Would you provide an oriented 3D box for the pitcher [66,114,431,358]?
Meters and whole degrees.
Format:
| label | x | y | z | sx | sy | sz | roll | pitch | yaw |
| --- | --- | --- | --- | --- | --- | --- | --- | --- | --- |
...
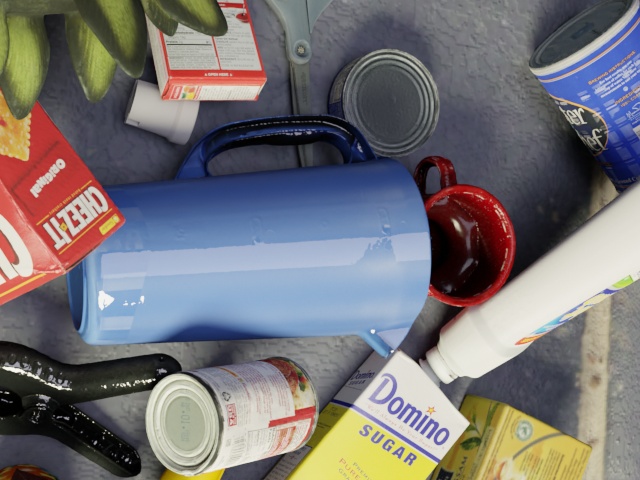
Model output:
| label | x | y | z | sx | sy | sz | roll | pitch | yaw |
| --- | --- | --- | --- | --- | --- | --- | --- | --- | --- |
| pitcher | -0.055 | 0.001 | 0.764 | 0.242 | 0.149 | 0.145 | -3 | 120 | -20 |

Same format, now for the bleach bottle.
| label | x | y | z | sx | sy | sz | roll | pitch | yaw |
| --- | --- | --- | --- | --- | --- | --- | --- | --- | --- |
| bleach bottle | 0.190 | 0.037 | 0.855 | 0.251 | 0.102 | 0.068 | -36 | 75 | 13 |

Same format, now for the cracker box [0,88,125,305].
| label | x | y | z | sx | sy | sz | roll | pitch | yaw |
| --- | --- | --- | --- | --- | --- | --- | --- | --- | --- |
| cracker box | -0.247 | -0.056 | 0.649 | 0.213 | 0.164 | 0.072 | 56 | 40 | -13 |

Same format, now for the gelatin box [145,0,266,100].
| label | x | y | z | sx | sy | sz | roll | pitch | yaw |
| --- | --- | --- | --- | --- | --- | --- | --- | --- | --- |
| gelatin box | -0.086 | -0.145 | 0.778 | 0.073 | 0.030 | 0.089 | -3 | 62 | -24 |

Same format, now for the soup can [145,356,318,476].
| label | x | y | z | sx | sy | sz | roll | pitch | yaw |
| --- | --- | --- | --- | --- | --- | --- | --- | --- | --- |
| soup can | -0.058 | 0.116 | 0.716 | 0.102 | 0.069 | 0.068 | -1 | 90 | -53 |

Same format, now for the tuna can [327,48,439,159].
| label | x | y | z | sx | sy | sz | roll | pitch | yaw |
| --- | --- | --- | --- | --- | --- | --- | --- | --- | --- |
| tuna can | 0.050 | -0.108 | 0.852 | 0.086 | 0.034 | 0.086 | 0 | 90 | -23 |

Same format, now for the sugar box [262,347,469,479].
| label | x | y | z | sx | sy | sz | roll | pitch | yaw |
| --- | --- | --- | --- | --- | --- | --- | --- | --- | --- |
| sugar box | 0.029 | 0.176 | 0.837 | 0.093 | 0.048 | 0.176 | 47 | 74 | -16 |

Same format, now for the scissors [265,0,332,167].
| label | x | y | z | sx | sy | sz | roll | pitch | yaw |
| --- | --- | --- | --- | --- | --- | --- | --- | --- | --- |
| scissors | -0.002 | -0.161 | 0.840 | 0.096 | 0.016 | 0.202 | -21 | 98 | -22 |

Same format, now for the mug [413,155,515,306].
| label | x | y | z | sx | sy | sz | roll | pitch | yaw |
| --- | --- | --- | --- | --- | --- | --- | --- | --- | --- |
| mug | 0.092 | -0.008 | 0.844 | 0.093 | 0.082 | 0.117 | -9 | 94 | -23 |

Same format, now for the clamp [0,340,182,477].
| label | x | y | z | sx | sy | sz | roll | pitch | yaw |
| --- | --- | --- | --- | --- | --- | --- | --- | --- | --- |
| clamp | -0.180 | 0.101 | 0.724 | 0.171 | 0.039 | 0.120 | 21 | 120 | -22 |

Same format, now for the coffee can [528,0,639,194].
| label | x | y | z | sx | sy | sz | roll | pitch | yaw |
| --- | --- | --- | --- | --- | --- | --- | --- | --- | --- |
| coffee can | 0.258 | -0.123 | 0.905 | 0.102 | 0.103 | 0.140 | -44 | 106 | -17 |
